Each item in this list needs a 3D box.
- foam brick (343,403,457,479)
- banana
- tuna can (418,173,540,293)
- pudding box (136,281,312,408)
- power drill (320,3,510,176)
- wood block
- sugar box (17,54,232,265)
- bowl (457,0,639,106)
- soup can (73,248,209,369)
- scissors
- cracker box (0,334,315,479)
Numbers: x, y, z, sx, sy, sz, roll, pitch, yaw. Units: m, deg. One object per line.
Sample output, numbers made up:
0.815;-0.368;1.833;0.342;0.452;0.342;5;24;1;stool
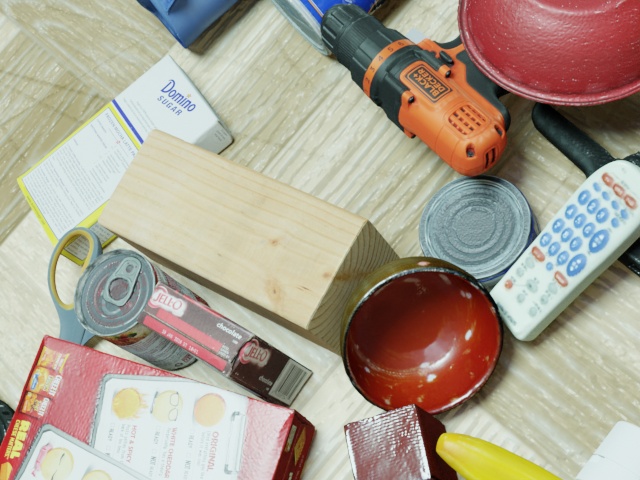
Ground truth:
0.056;0.148;0.719;0.053;0.078;0.051;-18;65;15;foam brick
0.163;0.177;0.667;0.198;0.069;0.037;31;85;31;banana
0.116;-0.005;0.783;0.086;0.033;0.086;-8;66;19;tuna can
-0.068;0.078;0.779;0.090;0.113;0.039;27;80;29;pudding box
0.116;-0.152;0.795;0.187;0.057;0.185;-36;62;-12;power drill
-0.055;0.000;0.819;0.206;0.090;0.090;24;79;29;wood block
-0.169;-0.069;0.922;0.176;0.048;0.093;-37;62;1;sugar box
0.175;-0.172;0.732;0.162;0.055;0.162;-4;61;7;bowl
-0.133;0.055;0.821;0.069;0.102;0.068;-8;66;19;soup can
-0.189;0.090;0.875;0.096;0.016;0.202;4;88;-4;scissors
-0.130;0.178;0.779;0.214;0.072;0.164;14;75;20;cracker box
